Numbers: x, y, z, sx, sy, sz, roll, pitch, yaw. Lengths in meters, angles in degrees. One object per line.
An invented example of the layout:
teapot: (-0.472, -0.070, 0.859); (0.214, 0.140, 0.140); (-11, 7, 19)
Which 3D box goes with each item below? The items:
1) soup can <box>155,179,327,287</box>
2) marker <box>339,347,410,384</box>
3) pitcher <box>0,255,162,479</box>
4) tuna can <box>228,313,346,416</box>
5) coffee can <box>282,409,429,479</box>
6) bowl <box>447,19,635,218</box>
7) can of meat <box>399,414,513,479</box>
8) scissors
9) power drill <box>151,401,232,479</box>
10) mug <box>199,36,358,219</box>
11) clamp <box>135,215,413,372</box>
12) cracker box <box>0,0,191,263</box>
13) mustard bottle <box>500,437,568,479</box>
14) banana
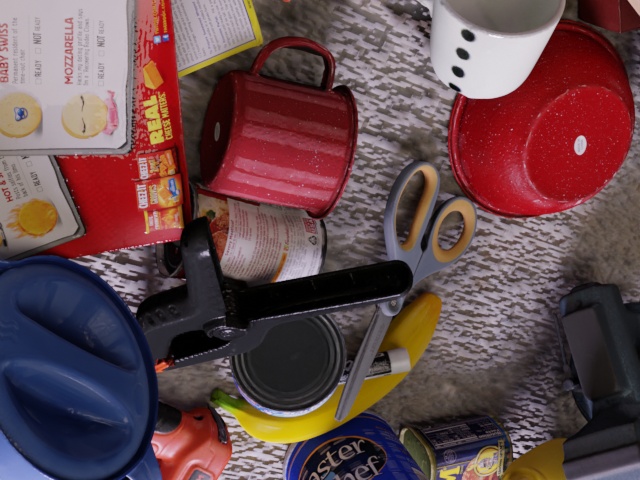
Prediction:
soup can: (-0.055, 0.001, 0.742); (0.102, 0.069, 0.068); (12, 109, -27)
marker: (0.008, 0.102, 0.813); (0.121, 0.020, 0.020); (-11, 118, -6)
pitcher: (-0.219, 0.120, 0.642); (0.243, 0.149, 0.144); (-26, 156, 30)
tuna can: (-0.024, 0.086, 0.787); (0.086, 0.034, 0.086); (1, 73, -2)
coffee can: (0.041, 0.211, 0.838); (0.102, 0.140, 0.103); (-9, 117, -18)
bowl: (0.180, -0.081, 0.806); (0.162, 0.055, 0.162); (-9, 118, -19)
can of meat: (0.114, 0.203, 0.914); (0.083, 0.057, 0.102); (-7, 117, -22)
scissors: (0.069, 0.041, 0.811); (0.096, 0.016, 0.202); (9, 94, -35)
power drill: (-0.173, 0.160, 0.775); (0.187, 0.057, 0.184); (27, 104, -31)
mug: (-0.027, -0.077, 0.704); (0.081, 0.093, 0.117); (10, 109, -21)
clamp: (-0.067, 0.041, 0.699); (0.164, 0.036, 0.210); (18, 147, -40)
cracker box: (-0.187, -0.069, 0.602); (0.213, 0.072, 0.164); (-10, 118, -14)
mustard bottle: (0.198, 0.215, 0.907); (0.096, 0.058, 0.191); (-59, 148, 6)
banana: (0.016, 0.110, 0.841); (0.197, 0.037, 0.069); (-25, 121, -9)
